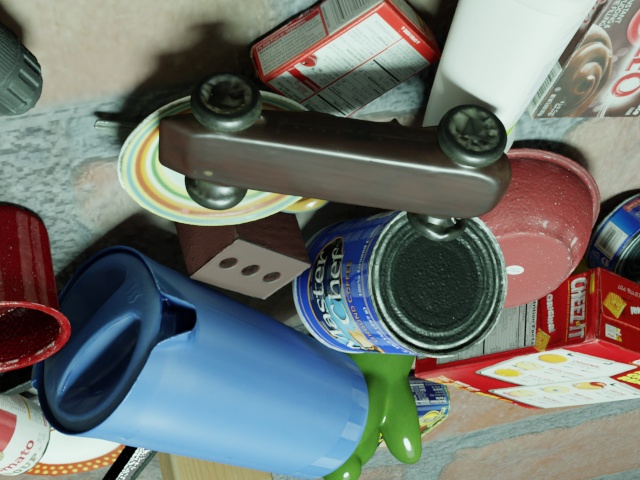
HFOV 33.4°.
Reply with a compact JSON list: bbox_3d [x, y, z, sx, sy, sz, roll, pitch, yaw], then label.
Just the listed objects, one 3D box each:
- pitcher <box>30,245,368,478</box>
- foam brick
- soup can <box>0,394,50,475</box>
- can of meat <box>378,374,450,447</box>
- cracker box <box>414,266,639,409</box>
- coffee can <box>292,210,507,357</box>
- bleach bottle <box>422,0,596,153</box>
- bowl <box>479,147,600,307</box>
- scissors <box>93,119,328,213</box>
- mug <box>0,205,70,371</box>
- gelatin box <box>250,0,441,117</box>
[{"bbox_3d":[-0.086,0.106,0.803,0.242,0.149,0.145,27,98,-42],"label":"pitcher"},{"bbox_3d":[-0.055,0.001,0.761,0.053,0.051,0.078,-36,145,30],"label":"foam brick"},{"bbox_3d":[-0.282,0.154,0.893,0.068,0.068,0.102,-23,150,12],"label":"soup can"},{"bbox_3d":[0.075,0.179,1.119,0.083,0.057,0.102,3,146,-35],"label":"can of meat"},{"bbox_3d":[0.215,0.093,0.948,0.164,0.072,0.214,20,155,-32],"label":"cracker box"},{"bbox_3d":[0.052,0.030,0.755,0.102,0.103,0.140,-3,177,-22],"label":"coffee can"},{"bbox_3d":[0.101,-0.094,0.639,0.102,0.068,0.251,-48,167,-31],"label":"bleach bottle"},{"bbox_3d":[0.142,0.004,0.824,0.162,0.055,0.162,-4,140,-4],"label":"bowl"},{"bbox_3d":[-0.057,-0.048,0.713,0.201,0.016,0.096,-2,147,-23],"label":"scissors"},{"bbox_3d":[-0.213,0.036,0.712,0.093,0.081,0.117,-20,150,6],"label":"mug"},{"bbox_3d":[0.015,-0.111,0.630,0.089,0.030,0.073,-29,149,22],"label":"gelatin box"}]
